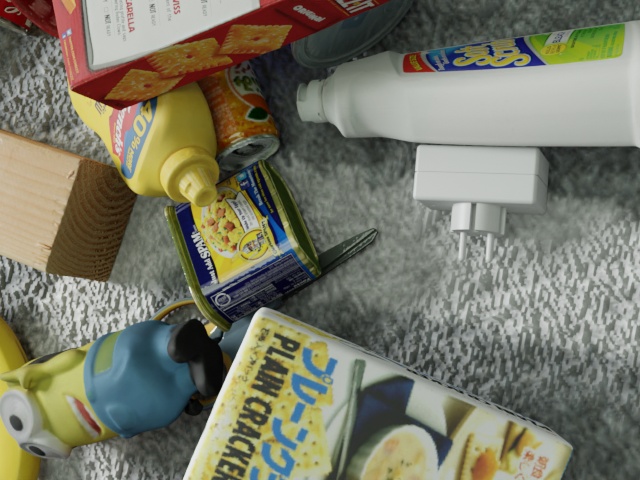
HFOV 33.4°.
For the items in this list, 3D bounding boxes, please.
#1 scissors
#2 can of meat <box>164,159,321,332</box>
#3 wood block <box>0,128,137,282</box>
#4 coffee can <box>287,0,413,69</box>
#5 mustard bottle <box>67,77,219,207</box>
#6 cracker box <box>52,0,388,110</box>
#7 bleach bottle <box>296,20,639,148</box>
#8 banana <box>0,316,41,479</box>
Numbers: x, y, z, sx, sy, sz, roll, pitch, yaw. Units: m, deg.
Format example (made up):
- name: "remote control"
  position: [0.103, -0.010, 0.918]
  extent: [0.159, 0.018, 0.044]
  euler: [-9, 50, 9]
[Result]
- name: "scissors"
  position: [-0.041, 0.064, 0.788]
  extent: [0.202, 0.016, 0.096]
  euler: [-17, 78, 18]
- name: "can of meat"
  position: [-0.055, 0.001, 0.770]
  extent: [0.084, 0.057, 0.102]
  euler: [-29, 56, 9]
- name: "wood block"
  position: [-0.260, -0.044, 0.847]
  extent: [0.206, 0.090, 0.091]
  euler: [19, 90, 22]
- name: "coffee can"
  position: [-0.010, -0.210, 0.769]
  extent: [0.103, 0.102, 0.140]
  euler: [-37, 71, 12]
- name: "mustard bottle"
  position: [-0.125, -0.088, 0.784]
  extent: [0.192, 0.058, 0.096]
  euler: [51, 127, 37]
- name: "cracker box"
  position: [-0.075, -0.200, 0.700]
  extent: [0.214, 0.072, 0.164]
  euler: [-18, 77, 19]
- name: "bleach bottle"
  position: [0.102, -0.098, 0.715]
  extent: [0.251, 0.102, 0.068]
  euler: [-1, 119, 21]
- name: "banana"
  position: [-0.260, 0.117, 0.845]
  extent: [0.069, 0.037, 0.198]
  euler: [-28, 81, -4]
